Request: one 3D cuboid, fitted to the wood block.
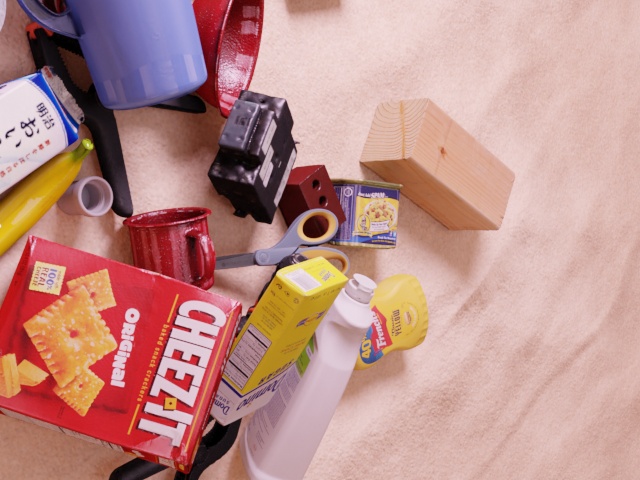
[{"bbox_3d":[0.160,-0.097,1.424,0.205,0.090,0.091,34,68,-39],"label":"wood block"}]

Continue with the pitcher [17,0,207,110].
[{"bbox_3d":[-0.198,-0.248,1.005,0.144,0.149,0.243,-53,132,-63],"label":"pitcher"}]

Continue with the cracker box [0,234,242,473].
[{"bbox_3d":[-0.199,0.106,1.003,0.213,0.072,0.164,17,72,1],"label":"cracker box"}]

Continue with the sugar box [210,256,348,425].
[{"bbox_3d":[-0.048,0.103,1.084,0.093,0.048,0.176,-17,140,-59],"label":"sugar box"}]

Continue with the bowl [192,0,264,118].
[{"bbox_3d":[-0.110,-0.216,1.155,0.162,0.055,0.162,14,90,-81],"label":"bowl"}]

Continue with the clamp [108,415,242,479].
[{"bbox_3d":[-0.146,0.221,1.128,0.171,0.039,0.120,-58,141,-12],"label":"clamp"}]

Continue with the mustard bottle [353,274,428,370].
[{"bbox_3d":[0.056,0.110,1.340,0.191,0.058,0.096,-18,107,-43],"label":"mustard bottle"}]

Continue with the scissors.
[{"bbox_3d":[-0.058,0.001,1.215,0.201,0.016,0.096,10,82,-21],"label":"scissors"}]

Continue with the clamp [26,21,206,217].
[{"bbox_3d":[-0.222,-0.136,1.087,0.209,0.036,0.164,41,62,-34],"label":"clamp"}]

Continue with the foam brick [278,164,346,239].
[{"bbox_3d":[-0.014,-0.046,1.279,0.052,0.051,0.078,-40,116,-37],"label":"foam brick"}]

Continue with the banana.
[{"bbox_3d":[-0.292,-0.023,1.000,0.037,0.070,0.197,40,69,2],"label":"banana"}]

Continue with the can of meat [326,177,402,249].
[{"bbox_3d":[0.054,-0.032,1.342,0.101,0.058,0.084,4,89,-44],"label":"can of meat"}]

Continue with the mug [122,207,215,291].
[{"bbox_3d":[-0.147,0.014,1.107,0.093,0.117,0.081,-17,106,-43],"label":"mug"}]

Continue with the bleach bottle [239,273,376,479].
[{"bbox_3d":[-0.006,0.152,1.170,0.068,0.103,0.251,19,110,-24],"label":"bleach bottle"}]
